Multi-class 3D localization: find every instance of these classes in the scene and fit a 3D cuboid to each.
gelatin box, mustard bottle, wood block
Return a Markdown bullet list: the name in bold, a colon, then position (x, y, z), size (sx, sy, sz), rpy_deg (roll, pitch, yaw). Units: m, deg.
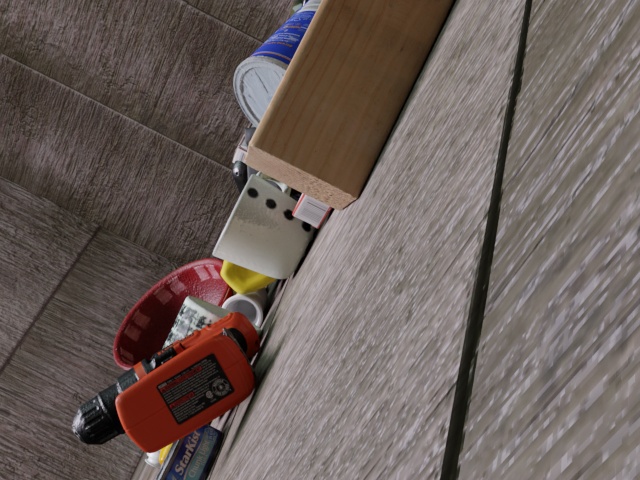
- **gelatin box**: position (0.013, -0.065, 0.944), size (0.089, 0.030, 0.073), rpy_deg (-58, 6, 48)
- **mustard bottle**: position (-0.058, 0.001, 1.161), size (0.096, 0.058, 0.191), rpy_deg (-45, 5, 6)
- **wood block**: position (0.027, -0.137, 0.829), size (0.206, 0.090, 0.091), rpy_deg (-64, 4, -7)

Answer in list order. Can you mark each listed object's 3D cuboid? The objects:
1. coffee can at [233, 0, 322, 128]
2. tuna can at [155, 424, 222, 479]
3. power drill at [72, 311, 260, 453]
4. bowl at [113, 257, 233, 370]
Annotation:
- **coffee can**: position (0.001, -0.165, 0.995), size (0.140, 0.103, 0.103), rpy_deg (-50, -3, -31)
- **tuna can**: position (-0.115, 0.193, 0.898), size (0.086, 0.033, 0.086), rpy_deg (-63, 5, 8)
- **power drill**: position (-0.129, 0.124, 0.890), size (0.184, 0.057, 0.188), rpy_deg (-33, 6, -8)
- **bowl**: position (-0.150, 0.096, 1.182), size (0.162, 0.055, 0.162), rpy_deg (-28, 31, 18)
